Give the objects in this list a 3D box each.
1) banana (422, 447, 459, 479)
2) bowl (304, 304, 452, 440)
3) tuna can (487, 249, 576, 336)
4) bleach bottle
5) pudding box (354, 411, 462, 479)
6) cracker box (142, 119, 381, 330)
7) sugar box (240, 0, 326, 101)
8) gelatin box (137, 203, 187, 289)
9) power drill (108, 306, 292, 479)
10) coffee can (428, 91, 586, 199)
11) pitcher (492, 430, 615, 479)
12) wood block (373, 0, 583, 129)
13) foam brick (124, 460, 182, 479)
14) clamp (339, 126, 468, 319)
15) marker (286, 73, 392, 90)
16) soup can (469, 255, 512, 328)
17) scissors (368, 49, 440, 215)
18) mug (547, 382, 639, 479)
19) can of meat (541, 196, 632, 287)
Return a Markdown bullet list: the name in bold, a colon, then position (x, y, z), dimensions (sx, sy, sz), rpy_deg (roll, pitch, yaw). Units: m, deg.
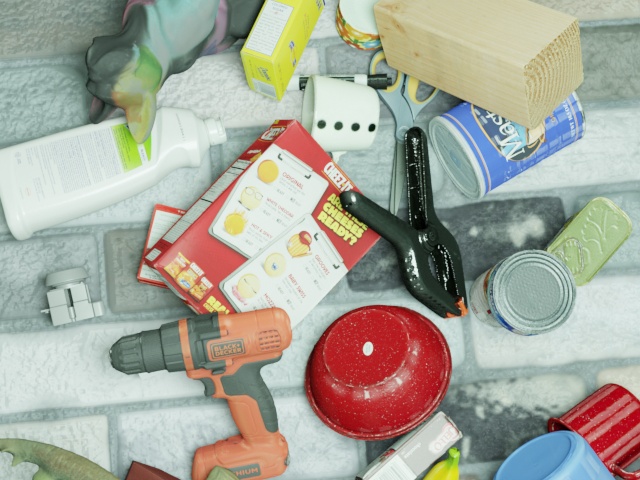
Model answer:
- **banana**: position (0.088, 0.301, 1.124), dimensions (0.037, 0.069, 0.198), rpy_deg (34, 85, 39)
- **bowl**: position (0.054, 0.125, 1.118), dimensions (0.162, 0.055, 0.162), rpy_deg (-9, 54, 13)
- **tuna can**: position (0.213, 0.054, 1.084), dimensions (0.086, 0.034, 0.086), rpy_deg (1, 80, -4)
- **bleach bottle**: position (-0.225, -0.082, 1.172), dimensions (0.250, 0.068, 0.102), rpy_deg (-16, 79, -8)
- **pudding box**: position (0.091, 0.229, 1.123), dimensions (0.113, 0.090, 0.039), rpy_deg (-38, 83, -8)
- **cracker box**: position (-0.057, 0.001, 1.137), dimensions (0.213, 0.072, 0.164), rpy_deg (-47, 112, -10)
- **sugar box**: position (-0.031, -0.254, 1.187), dimensions (0.048, 0.093, 0.176), rpy_deg (23, 74, 10)
- **gelatin box**: position (-0.156, 0.011, 1.176), dimensions (0.073, 0.030, 0.089), rpy_deg (13, 81, -2)
- **power drill**: position (-0.111, 0.163, 1.093), dimensions (0.184, 0.057, 0.188), rpy_deg (-9, 115, -2)
- **coffee can**: position (0.206, -0.123, 1.185), dimensions (0.140, 0.103, 0.103), rpy_deg (-30, 83, -8)
- **pitcher**: position (0.287, 0.308, 1.067), dimensions (0.149, 0.145, 0.243), rpy_deg (-42, 102, -34)
- **wood block**: position (0.167, -0.210, 1.140), dimensions (0.206, 0.090, 0.090), rpy_deg (31, 65, 37)
- **foam brick**: position (-0.178, 0.277, 1.107), dimensions (0.051, 0.053, 0.078), rpy_deg (17, 80, 34)
- **clamp**: position (0.099, -0.002, 1.149), dimensions (0.164, 0.036, 0.210), rpy_deg (-34, 107, -45)
- **marker**: position (0.021, -0.180, 1.216), dimensions (0.121, 0.020, 0.020), rpy_deg (0, 80, 6)
- **soup can**: position (0.203, 0.057, 1.153), dimensions (0.068, 0.102, 0.068), rpy_deg (1, 80, -4)
- **scissors**: position (0.080, -0.136, 1.223), dimensions (0.096, 0.016, 0.201), rpy_deg (23, 79, 2)
- **mug**: position (0.310, 0.210, 1.131), dimensions (0.081, 0.117, 0.093), rpy_deg (-33, 124, -14)
- **can of meat**: position (0.284, 0.008, 1.176), dimensions (0.057, 0.084, 0.102), rpy_deg (42, 80, 4)
